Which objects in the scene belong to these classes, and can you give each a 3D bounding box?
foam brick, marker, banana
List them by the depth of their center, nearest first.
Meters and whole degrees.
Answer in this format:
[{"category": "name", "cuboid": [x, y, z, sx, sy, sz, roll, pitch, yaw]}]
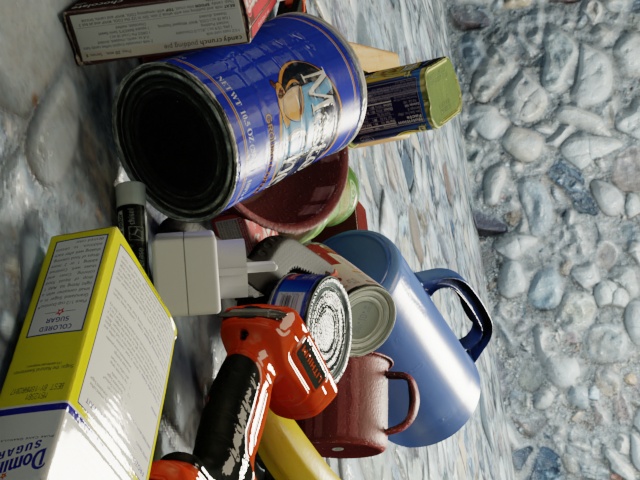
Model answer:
[{"category": "marker", "cuboid": [-0.113, 0.023, 0.648, 0.020, 0.020, 0.121, 41, 41, -69]}, {"category": "banana", "cuboid": [-0.005, 0.180, 0.833, 0.197, 0.037, 0.069, 56, 24, -25]}, {"category": "foam brick", "cuboid": [0.022, 0.000, 1.137, 0.051, 0.053, 0.078, 33, 49, -71]}]

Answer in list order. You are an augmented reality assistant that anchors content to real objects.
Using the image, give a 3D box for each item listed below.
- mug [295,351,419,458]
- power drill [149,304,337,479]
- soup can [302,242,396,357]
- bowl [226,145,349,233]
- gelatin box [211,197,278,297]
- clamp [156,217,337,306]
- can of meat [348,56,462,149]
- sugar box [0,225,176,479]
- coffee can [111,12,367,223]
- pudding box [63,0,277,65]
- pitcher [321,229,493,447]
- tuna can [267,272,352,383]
[{"category": "mug", "cuboid": [0.030, 0.146, 0.943, 0.093, 0.117, 0.081, 52, 36, -63]}, {"category": "power drill", "cuboid": [-0.044, 0.149, 0.681, 0.187, 0.057, 0.184, -70, 148, -40]}, {"category": "soup can", "cuboid": [0.012, 0.051, 0.927, 0.102, 0.068, 0.068, 36, -30, 54]}, {"category": "bowl", "cuboid": [-0.052, -0.077, 0.809, 0.161, 0.055, 0.162, 18, 63, -41]}, {"category": "gelatin box", "cuboid": [-0.056, 0.001, 0.868, 0.073, 0.030, 0.089, -73, 150, -61]}, {"category": "clamp", "cuboid": [-0.044, 0.059, 0.797, 0.209, 0.036, 0.164, -7, 90, -62]}, {"category": "can of meat", "cuboid": [0.067, -0.120, 0.913, 0.102, 0.084, 0.057, -41, 119, -62]}, {"category": "sugar box", "cuboid": [-0.118, 0.088, 0.529, 0.176, 0.048, 0.093, -81, 158, -43]}, {"category": "coffee can", "cuboid": [-0.050, -0.083, 0.695, 0.140, 0.103, 0.103, -32, 114, -46]}, {"category": "pudding box", "cuboid": [-0.089, -0.145, 0.662, 0.090, 0.113, 0.039, -72, 152, -62]}, {"category": "pitcher", "cuboid": [0.077, 0.093, 1.094, 0.242, 0.145, 0.149, 58, 40, -45]}, {"category": "tuna can", "cuboid": [-0.008, 0.067, 0.788, 0.086, 0.034, 0.086, 0, 90, -65]}]
